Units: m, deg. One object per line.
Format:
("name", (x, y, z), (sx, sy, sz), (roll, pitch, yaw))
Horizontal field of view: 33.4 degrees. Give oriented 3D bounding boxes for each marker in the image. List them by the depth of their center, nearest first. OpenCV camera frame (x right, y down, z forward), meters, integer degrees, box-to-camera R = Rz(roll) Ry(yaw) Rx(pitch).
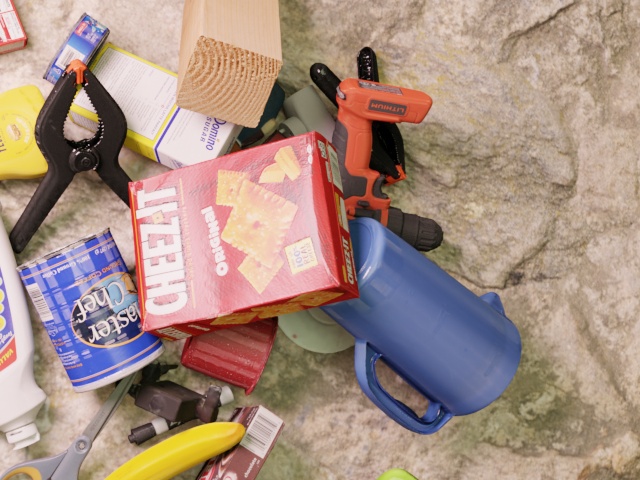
("marker", (-0.151, 0.190, 1.152), (0.121, 0.020, 0.020), (-23, 88, -22))

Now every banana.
("banana", (-0.164, 0.236, 1.100), (0.198, 0.070, 0.037), (-31, 110, -1))

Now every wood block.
("wood block", (-0.099, -0.224, 1.155), (0.090, 0.090, 0.206), (14, 38, -16))

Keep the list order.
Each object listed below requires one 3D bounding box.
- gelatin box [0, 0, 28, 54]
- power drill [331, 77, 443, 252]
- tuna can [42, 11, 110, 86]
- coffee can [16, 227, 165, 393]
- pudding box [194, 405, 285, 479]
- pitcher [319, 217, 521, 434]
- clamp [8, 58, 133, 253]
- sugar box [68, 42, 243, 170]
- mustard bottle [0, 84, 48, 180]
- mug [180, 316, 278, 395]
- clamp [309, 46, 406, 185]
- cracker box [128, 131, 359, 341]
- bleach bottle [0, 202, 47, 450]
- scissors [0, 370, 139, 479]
("gelatin box", (-0.371, -0.235, 1.152), (0.089, 0.030, 0.073), (-21, 86, -21))
("power drill", (0.069, -0.080, 1.212), (0.184, 0.057, 0.188), (10, 109, -10))
("tuna can", (-0.263, -0.202, 1.153), (0.033, 0.086, 0.086), (33, 71, -13))
("coffee can", (-0.234, 0.070, 1.091), (0.102, 0.103, 0.140), (-26, 98, -22))
("pudding box", (-0.090, 0.231, 1.127), (0.039, 0.090, 0.113), (37, 69, -12))
("pitcher", (0.094, 0.090, 1.153), (0.242, 0.145, 0.149), (38, 29, -33))
("clamp", (-0.239, -0.084, 1.118), (0.164, 0.036, 0.210), (-2, 116, -24))
("sugar box", (-0.178, -0.138, 1.165), (0.176, 0.048, 0.093), (27, 73, 6))
("mustard bottle", (-0.373, -0.093, 1.109), (0.191, 0.058, 0.096), (-19, 93, -21))
("mug", (-0.098, 0.102, 1.157), (0.081, 0.093, 0.117), (22, 43, -9))
("clamp", (0.049, -0.146, 1.258), (0.120, 0.039, 0.171), (-16, 84, -43))
("cracker box", (-0.080, -0.002, 1.070), (0.214, 0.072, 0.164), (-14, 71, 17))
("bleach bottle", (-0.334, 0.087, 1.086), (0.102, 0.068, 0.251), (-21, 89, -15))
("scissors", (-0.264, 0.209, 1.088), (0.096, 0.016, 0.202), (20, 88, -6))
